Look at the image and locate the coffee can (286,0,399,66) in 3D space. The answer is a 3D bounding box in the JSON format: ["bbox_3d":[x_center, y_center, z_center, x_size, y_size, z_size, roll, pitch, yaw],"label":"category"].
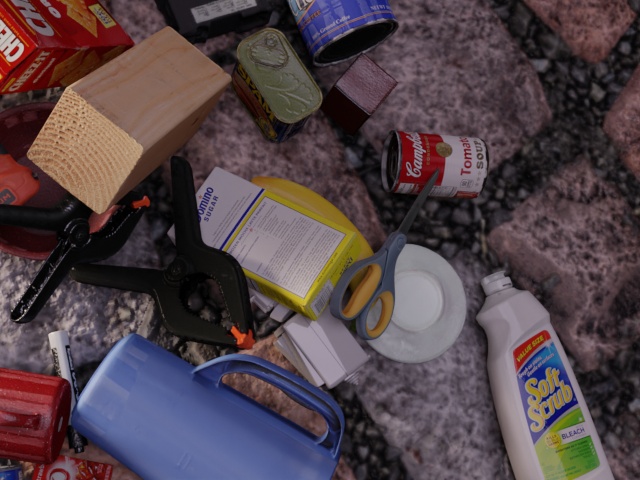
[{"bbox_3d":[0.011,-0.275,1.158,0.102,0.103,0.140,-21,83,-16],"label":"coffee can"}]

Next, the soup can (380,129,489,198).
[{"bbox_3d":[0.124,-0.082,1.158,0.102,0.069,0.068,4,77,-12],"label":"soup can"}]

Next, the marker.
[{"bbox_3d":[-0.248,0.149,1.052,0.020,0.020,0.121,-10,80,-14],"label":"marker"}]

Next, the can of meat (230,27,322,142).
[{"bbox_3d":[-0.050,-0.161,1.129,0.057,0.084,0.102,-32,86,-17],"label":"can of meat"}]

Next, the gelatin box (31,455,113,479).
[{"bbox_3d":[-0.240,0.248,1.007,0.073,0.030,0.089,13,45,-9],"label":"gelatin box"}]

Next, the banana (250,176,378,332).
[{"bbox_3d":[0.007,-0.001,1.125,0.069,0.037,0.198,-32,80,-28],"label":"banana"}]

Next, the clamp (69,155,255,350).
[{"bbox_3d":[-0.144,0.037,1.042,0.164,0.036,0.210,-40,65,3],"label":"clamp"}]

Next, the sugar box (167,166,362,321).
[{"bbox_3d":[-0.057,0.001,1.075,0.176,0.048,0.093,26,71,27],"label":"sugar box"}]

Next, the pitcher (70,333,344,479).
[{"bbox_3d":[-0.105,0.186,1.018,0.243,0.145,0.149,33,57,-1],"label":"pitcher"}]

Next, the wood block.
[{"bbox_3d":[-0.178,-0.121,1.031,0.090,0.091,0.205,39,31,-2],"label":"wood block"}]

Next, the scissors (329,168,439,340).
[{"bbox_3d":[0.079,0.021,1.094,0.201,0.016,0.096,-45,129,-31],"label":"scissors"}]

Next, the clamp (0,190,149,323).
[{"bbox_3d":[-0.241,-0.013,0.999,0.171,0.039,0.120,-40,132,-29],"label":"clamp"}]

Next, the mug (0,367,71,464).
[{"bbox_3d":[-0.281,0.161,0.985,0.081,0.117,0.093,9,79,-1],"label":"mug"}]

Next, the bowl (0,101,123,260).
[{"bbox_3d":[-0.277,-0.054,1.072,0.162,0.055,0.162,3,77,-12],"label":"bowl"}]

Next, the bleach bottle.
[{"bbox_3d":[0.220,0.156,1.131,0.102,0.068,0.251,-17,80,-16],"label":"bleach bottle"}]

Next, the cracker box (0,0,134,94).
[{"bbox_3d":[-0.291,-0.227,1.026,0.072,0.213,0.164,-42,89,16],"label":"cracker box"}]

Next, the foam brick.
[{"bbox_3d":[0.040,-0.156,1.152,0.051,0.078,0.053,40,75,-2],"label":"foam brick"}]
